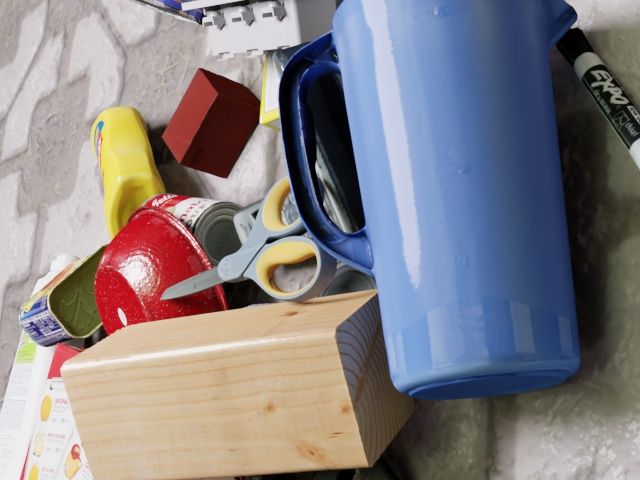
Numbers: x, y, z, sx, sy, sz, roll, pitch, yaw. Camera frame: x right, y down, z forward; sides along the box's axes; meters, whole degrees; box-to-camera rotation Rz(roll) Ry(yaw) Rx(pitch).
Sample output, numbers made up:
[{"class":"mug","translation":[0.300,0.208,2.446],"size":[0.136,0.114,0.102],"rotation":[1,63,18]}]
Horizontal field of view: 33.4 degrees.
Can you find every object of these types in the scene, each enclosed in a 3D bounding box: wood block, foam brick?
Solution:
[{"class":"wood block","translation":[-0.056,0.098,0.709],"size":[0.206,0.090,0.090],"rotation":[-10,100,26]},{"class":"foam brick","translation":[-0.097,-0.105,0.954],"size":[0.078,0.052,0.051],"rotation":[-57,41,20]}]

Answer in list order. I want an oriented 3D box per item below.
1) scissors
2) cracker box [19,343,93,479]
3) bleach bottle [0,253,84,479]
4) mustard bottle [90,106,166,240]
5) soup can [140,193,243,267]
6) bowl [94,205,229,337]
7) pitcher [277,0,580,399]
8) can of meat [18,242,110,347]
[{"class":"scissors","translation":[-0.055,0.001,0.755],"size":[0.202,0.016,0.096],"rotation":[2,82,51]},{"class":"cracker box","translation":[-0.202,0.215,0.957],"size":[0.164,0.072,0.214],"rotation":[11,85,52]},{"class":"bleach bottle","translation":[-0.278,0.137,1.088],"size":[0.103,0.068,0.251],"rotation":[-8,69,51]},{"class":"mustard bottle","translation":[-0.189,-0.075,1.039],"size":[0.192,0.058,0.096],"rotation":[-114,21,-50]},{"class":"soup can","translation":[-0.109,-0.004,0.920],"size":[0.102,0.068,0.068],"rotation":[9,84,52]},{"class":"bowl","translation":[-0.141,0.055,0.889],"size":[0.162,0.055,0.162],"rotation":[31,132,41]},{"class":"pitcher","translation":[0.073,-0.031,0.639],"size":[0.149,0.144,0.243],"rotation":[-26,64,53]},{"class":"can of meat","translation":[-0.235,0.055,1.038],"size":[0.084,0.057,0.102],"rotation":[-20,21,50]}]
